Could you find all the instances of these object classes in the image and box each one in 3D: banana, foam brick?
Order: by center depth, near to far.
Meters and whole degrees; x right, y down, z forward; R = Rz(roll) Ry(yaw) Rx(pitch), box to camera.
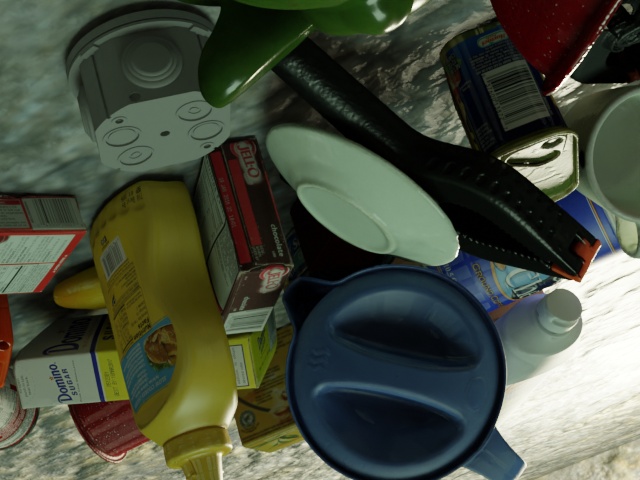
[{"bbox_3d":[0.018,-0.019,0.744,0.052,0.051,0.078,-7,156,-23],"label":"foam brick"},{"bbox_3d":[-0.095,0.030,0.793,0.197,0.037,0.070,-1,152,-36],"label":"banana"}]

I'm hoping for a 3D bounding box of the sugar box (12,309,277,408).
[{"bbox_3d":[-0.125,0.080,0.781,0.176,0.048,0.093,-4,-166,9],"label":"sugar box"}]

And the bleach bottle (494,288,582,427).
[{"bbox_3d":[0.140,0.111,0.886,0.102,0.068,0.251,-16,156,-24],"label":"bleach bottle"}]

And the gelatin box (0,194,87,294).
[{"bbox_3d":[-0.199,0.003,0.652,0.089,0.030,0.073,-1,147,-42],"label":"gelatin box"}]

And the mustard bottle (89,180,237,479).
[{"bbox_3d":[-0.094,0.065,0.670,0.058,0.192,0.096,-1,152,-36],"label":"mustard bottle"}]

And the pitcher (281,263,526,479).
[{"bbox_3d":[0.047,0.093,0.746,0.145,0.149,0.243,-6,178,-3],"label":"pitcher"}]

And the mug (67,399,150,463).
[{"bbox_3d":[-0.166,0.125,0.917,0.081,0.093,0.117,-28,120,11],"label":"mug"}]

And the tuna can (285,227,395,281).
[{"bbox_3d":[0.016,0.007,0.829,0.086,0.034,0.086,-15,158,-6],"label":"tuna can"}]

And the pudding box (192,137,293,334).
[{"bbox_3d":[-0.054,0.001,0.686,0.039,0.090,0.114,-8,157,-19],"label":"pudding box"}]

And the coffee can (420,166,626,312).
[{"bbox_3d":[0.148,-0.010,0.795,0.140,0.103,0.102,-25,157,16],"label":"coffee can"}]

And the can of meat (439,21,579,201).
[{"bbox_3d":[0.114,-0.073,0.646,0.057,0.084,0.102,-21,158,7],"label":"can of meat"}]

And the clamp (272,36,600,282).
[{"bbox_3d":[0.055,-0.039,0.596,0.036,0.210,0.164,-59,160,-17],"label":"clamp"}]

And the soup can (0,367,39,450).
[{"bbox_3d":[-0.273,0.124,0.841,0.068,0.068,0.102,-19,158,3],"label":"soup can"}]
